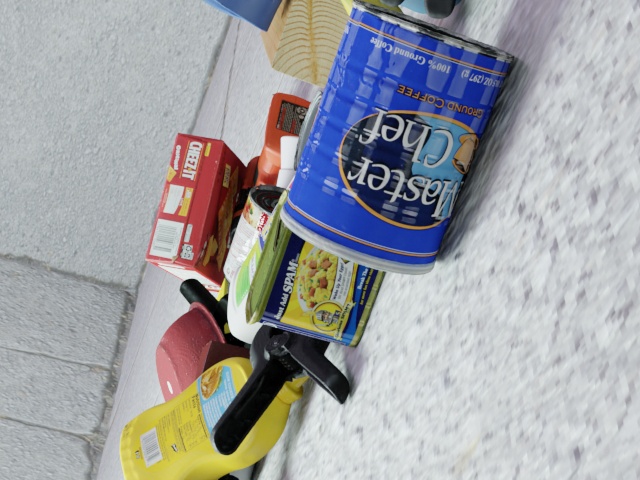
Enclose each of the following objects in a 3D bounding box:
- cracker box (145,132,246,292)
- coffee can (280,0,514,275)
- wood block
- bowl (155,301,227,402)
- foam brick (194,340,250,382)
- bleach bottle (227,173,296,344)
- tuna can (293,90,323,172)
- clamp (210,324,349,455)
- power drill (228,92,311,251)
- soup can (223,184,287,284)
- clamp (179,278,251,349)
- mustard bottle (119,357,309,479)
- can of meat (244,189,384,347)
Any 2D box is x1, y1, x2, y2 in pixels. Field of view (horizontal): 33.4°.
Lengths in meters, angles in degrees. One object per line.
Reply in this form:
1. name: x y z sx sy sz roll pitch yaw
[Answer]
1. cracker box: -0.144 -0.028 1.378 0.213 0.072 0.164 49 -127 -75
2. coffee can: 0.045 -0.063 0.653 0.103 0.102 0.140 -110 38 -71
3. wood block: -0.005 -0.230 1.146 0.206 0.090 0.091 -106 35 -69
4. bowl: -0.137 0.150 1.147 0.162 0.055 0.162 48 146 48
5. foam brick: -0.080 0.133 1.036 0.053 0.078 0.051 138 144 -69
6. bleach bottle: -0.013 -0.016 0.969 0.102 0.068 0.251 -88 21 -49
7. tuna can: 0.002 -0.106 1.080 0.086 0.033 0.086 -164 90 -78
8. clamp: -0.034 0.101 0.855 0.120 0.039 0.171 -26 22 10
9. power drill: -0.063 -0.069 1.275 0.188 0.057 0.184 120 162 -49
10. soup can: -0.057 0.001 1.131 0.068 0.068 0.102 -95 23 -60
11. clamp: -0.100 0.098 1.152 0.210 0.036 0.164 -40 68 62
12. mustard bottle: -0.086 0.157 0.928 0.192 0.058 0.096 -35 47 16
13. can of meat: -0.001 0.023 0.799 0.057 0.084 0.102 -109 37 -71
